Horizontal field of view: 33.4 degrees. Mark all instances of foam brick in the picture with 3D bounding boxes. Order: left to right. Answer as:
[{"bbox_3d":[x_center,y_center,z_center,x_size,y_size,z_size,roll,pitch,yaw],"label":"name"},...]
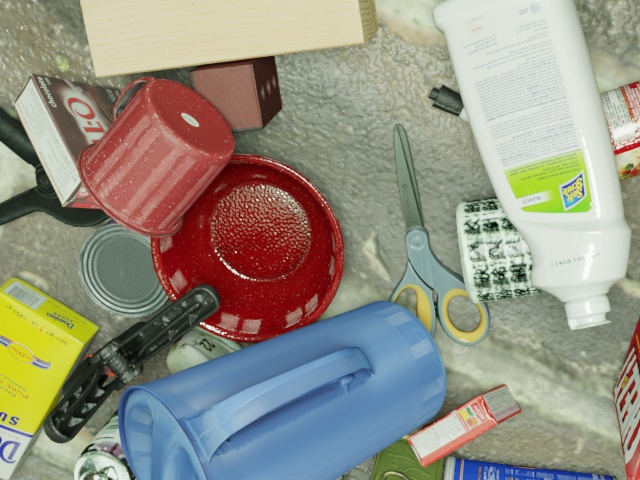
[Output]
[{"bbox_3d":[-0.065,-0.117,0.835,0.051,0.078,0.053,-5,109,12],"label":"foam brick"}]

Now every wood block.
[{"bbox_3d":[-0.068,-0.186,0.807,0.206,0.090,0.091,-5,107,12],"label":"wood block"}]

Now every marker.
[{"bbox_3d":[0.141,-0.090,0.835,0.121,0.020,0.020,26,111,2],"label":"marker"}]

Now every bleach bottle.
[{"bbox_3d":[0.157,-0.060,0.764,0.103,0.068,0.251,-16,82,31],"label":"bleach bottle"}]

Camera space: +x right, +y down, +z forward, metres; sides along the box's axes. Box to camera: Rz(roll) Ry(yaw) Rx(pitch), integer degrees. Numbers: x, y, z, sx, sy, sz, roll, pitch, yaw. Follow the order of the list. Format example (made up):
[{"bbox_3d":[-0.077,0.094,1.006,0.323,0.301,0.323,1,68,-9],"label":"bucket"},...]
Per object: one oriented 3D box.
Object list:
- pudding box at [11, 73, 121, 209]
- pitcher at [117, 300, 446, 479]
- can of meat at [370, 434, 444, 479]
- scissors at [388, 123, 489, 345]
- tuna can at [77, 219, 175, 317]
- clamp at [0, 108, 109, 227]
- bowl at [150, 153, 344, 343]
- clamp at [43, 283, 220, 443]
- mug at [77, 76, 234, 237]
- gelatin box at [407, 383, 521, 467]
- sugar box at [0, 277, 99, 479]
[{"bbox_3d":[-0.180,-0.075,0.842,0.039,0.089,0.113,-47,62,26],"label":"pudding box"},{"bbox_3d":[-0.018,0.128,0.812,0.149,0.242,0.145,19,123,49],"label":"pitcher"},{"bbox_3d":[0.067,0.228,0.911,0.057,0.102,0.084,13,112,6],"label":"can of meat"},{"bbox_3d":[0.098,0.008,0.878,0.096,0.016,0.202,7,109,7],"label":"scissors"},{"bbox_3d":[-0.163,0.021,0.923,0.086,0.033,0.086,3,109,10],"label":"tuna can"},{"bbox_3d":[-0.232,-0.064,0.907,0.171,0.039,0.120,0,113,8],"label":"clamp"},{"bbox_3d":[-0.056,0.001,0.884,0.162,0.055,0.162,3,109,10],"label":"bowl"},{"bbox_3d":[-0.160,0.095,0.880,0.164,0.210,0.036,-40,97,-13],"label":"clamp"},{"bbox_3d":[-0.121,-0.072,0.786,0.082,0.093,0.117,-45,52,27],"label":"mug"},{"bbox_3d":[0.120,0.151,0.881,0.073,0.089,0.030,-34,77,19],"label":"gelatin box"},{"bbox_3d":[-0.284,0.129,0.976,0.093,0.048,0.176,32,110,-1],"label":"sugar box"}]
